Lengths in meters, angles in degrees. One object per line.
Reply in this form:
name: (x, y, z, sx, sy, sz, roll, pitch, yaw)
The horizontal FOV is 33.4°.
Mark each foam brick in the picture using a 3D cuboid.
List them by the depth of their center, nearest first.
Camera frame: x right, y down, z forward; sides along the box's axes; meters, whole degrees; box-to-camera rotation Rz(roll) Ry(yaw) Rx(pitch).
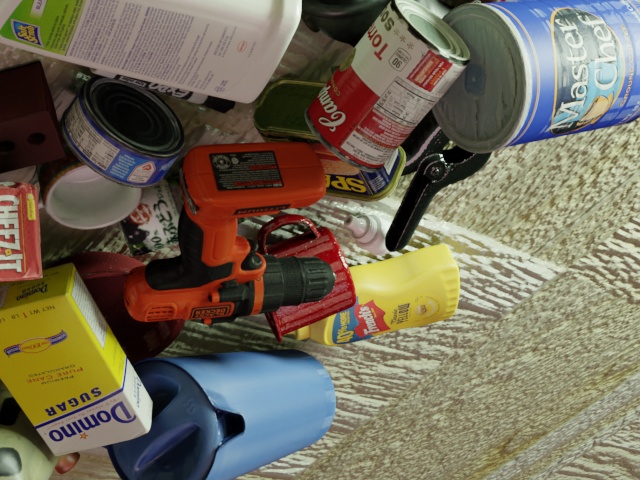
foam brick: (-0.226, -0.083, 0.754, 0.078, 0.051, 0.053, -16, 145, -8)

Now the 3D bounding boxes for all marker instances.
marker: (-0.114, -0.117, 0.794, 0.120, 0.020, 0.020, 13, 133, -39)

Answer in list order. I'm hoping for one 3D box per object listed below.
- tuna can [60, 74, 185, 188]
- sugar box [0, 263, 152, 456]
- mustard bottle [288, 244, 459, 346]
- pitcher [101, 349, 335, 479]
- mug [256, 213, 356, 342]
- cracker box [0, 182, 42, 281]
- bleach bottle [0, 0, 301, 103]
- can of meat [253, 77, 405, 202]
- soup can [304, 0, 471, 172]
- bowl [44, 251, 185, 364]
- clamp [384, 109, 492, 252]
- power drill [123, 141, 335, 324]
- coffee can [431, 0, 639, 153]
tuna can: (-0.141, -0.080, 0.772, 0.086, 0.086, 0.034, 13, 131, -39)
sugar box: (-0.215, 0.104, 0.891, 0.093, 0.048, 0.176, -15, 127, 8)
mustard bottle: (0.043, 0.064, 1.084, 0.191, 0.058, 0.096, -13, 143, -11)
pitcher: (-0.097, 0.172, 1.062, 0.242, 0.149, 0.145, 0, 125, -59)
mug: (-0.021, 0.027, 0.987, 0.081, 0.093, 0.117, -21, 118, -8)
cracker box: (-0.315, -0.002, 0.734, 0.213, 0.072, 0.164, -2, 180, -26)
bleach bottle: (-0.145, -0.157, 0.672, 0.250, 0.068, 0.103, 10, 140, -24)
can of meat: (0.006, -0.080, 0.843, 0.102, 0.057, 0.084, 10, 154, 28)
soup can: (0.046, -0.106, 0.726, 0.068, 0.068, 0.102, 15, 126, -40)
bowl: (-0.204, 0.059, 0.952, 0.162, 0.055, 0.162, -14, 145, -10)
clamp: (0.086, -0.071, 0.938, 0.172, 0.039, 0.120, -46, 135, 15)
power drill: (-0.056, 0.001, 0.849, 0.184, 0.057, 0.188, -6, 146, -22)
coffee can: (0.161, -0.123, 0.767, 0.140, 0.103, 0.103, -13, 146, -32)
